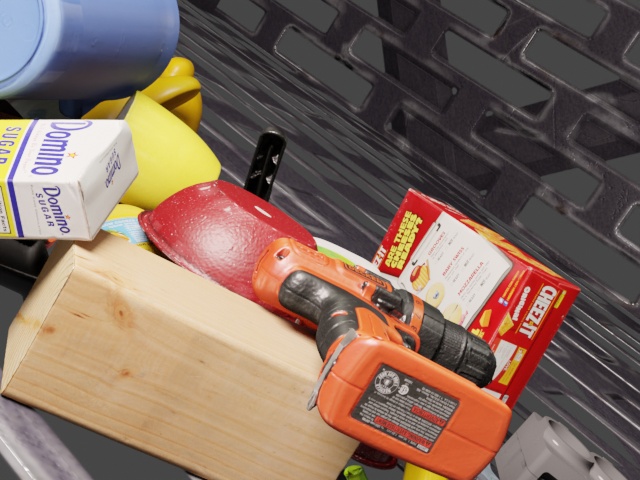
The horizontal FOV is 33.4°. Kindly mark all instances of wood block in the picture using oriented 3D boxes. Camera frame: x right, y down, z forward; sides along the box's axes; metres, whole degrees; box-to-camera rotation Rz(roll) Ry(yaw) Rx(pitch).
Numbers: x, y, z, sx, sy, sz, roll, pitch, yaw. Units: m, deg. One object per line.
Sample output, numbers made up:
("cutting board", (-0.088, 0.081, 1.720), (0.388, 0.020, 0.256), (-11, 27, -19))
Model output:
("wood block", (-0.079, 0.080, 0.658), (0.205, 0.090, 0.091), (27, 13, -21))

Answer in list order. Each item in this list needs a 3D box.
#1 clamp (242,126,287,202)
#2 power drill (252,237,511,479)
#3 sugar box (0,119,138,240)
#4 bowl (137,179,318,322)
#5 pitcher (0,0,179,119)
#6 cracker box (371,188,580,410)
("clamp", (-0.068, -0.026, 1.010), (0.036, 0.164, 0.210), (22, 3, -2))
("power drill", (0.050, 0.074, 0.653), (0.184, 0.057, 0.188), (25, 10, -15))
("sugar box", (-0.208, -0.039, 0.644), (0.176, 0.048, 0.093), (-1, 28, 10))
("bowl", (-0.055, 0.001, 0.807), (0.162, 0.055, 0.162), (31, 9, -6))
("pitcher", (-0.195, -0.173, 0.781), (0.149, 0.145, 0.242), (65, 11, -6))
("cracker box", (0.119, 0.066, 0.987), (0.072, 0.164, 0.214), (22, 10, -30))
